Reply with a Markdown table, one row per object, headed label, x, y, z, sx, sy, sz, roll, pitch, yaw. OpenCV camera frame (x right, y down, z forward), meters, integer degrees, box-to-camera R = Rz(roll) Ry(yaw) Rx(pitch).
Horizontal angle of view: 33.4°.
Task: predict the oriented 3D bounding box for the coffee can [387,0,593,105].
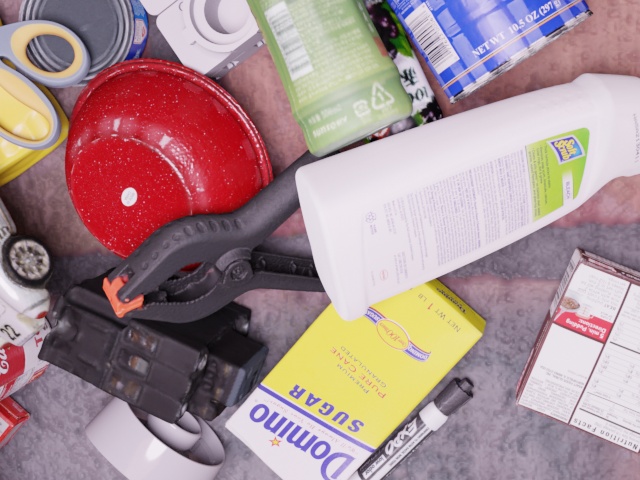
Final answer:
| label | x | y | z | sx | sy | sz | roll | pitch | yaw |
| --- | --- | --- | --- | --- | --- | --- | --- | --- | --- |
| coffee can | 0.087 | -0.171 | 0.660 | 0.103 | 0.102 | 0.140 | -32 | 91 | 15 |

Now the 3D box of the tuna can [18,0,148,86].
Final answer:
| label | x | y | z | sx | sy | sz | roll | pitch | yaw |
| --- | --- | --- | --- | --- | --- | --- | --- | --- | --- |
| tuna can | -0.166 | -0.152 | 0.753 | 0.086 | 0.033 | 0.086 | 2 | 99 | 12 |

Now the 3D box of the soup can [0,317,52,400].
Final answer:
| label | x | y | z | sx | sy | sz | roll | pitch | yaw |
| --- | --- | --- | --- | --- | --- | --- | --- | --- | --- |
| soup can | -0.244 | 0.085 | 0.773 | 0.068 | 0.102 | 0.068 | 2 | 99 | 12 |

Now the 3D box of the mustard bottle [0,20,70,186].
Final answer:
| label | x | y | z | sx | sy | sz | roll | pitch | yaw |
| --- | --- | --- | --- | --- | --- | --- | --- | --- | --- |
| mustard bottle | -0.268 | -0.133 | 0.766 | 0.096 | 0.058 | 0.191 | -32 | 91 | 19 |

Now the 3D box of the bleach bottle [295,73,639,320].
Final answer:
| label | x | y | z | sx | sy | sz | roll | pitch | yaw |
| --- | --- | --- | --- | --- | --- | --- | --- | --- | --- |
| bleach bottle | 0.115 | -0.038 | 0.671 | 0.250 | 0.068 | 0.102 | -19 | 130 | -8 |

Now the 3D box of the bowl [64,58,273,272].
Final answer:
| label | x | y | z | sx | sy | sz | roll | pitch | yaw |
| --- | --- | --- | --- | --- | --- | --- | --- | --- | --- |
| bowl | -0.115 | -0.038 | 0.723 | 0.162 | 0.055 | 0.162 | 11 | 120 | 19 |

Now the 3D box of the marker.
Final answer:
| label | x | y | z | sx | sy | sz | roll | pitch | yaw |
| --- | --- | --- | --- | --- | --- | --- | --- | --- | --- |
| marker | 0.063 | 0.140 | 0.758 | 0.020 | 0.020 | 0.121 | 44 | 105 | 2 |

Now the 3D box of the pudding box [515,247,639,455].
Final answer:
| label | x | y | z | sx | sy | sz | roll | pitch | yaw |
| --- | --- | --- | --- | --- | --- | --- | --- | --- | --- |
| pudding box | 0.191 | 0.074 | 0.711 | 0.090 | 0.039 | 0.113 | 22 | 105 | 7 |

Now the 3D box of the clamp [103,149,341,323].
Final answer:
| label | x | y | z | sx | sy | sz | roll | pitch | yaw |
| --- | --- | --- | --- | --- | --- | --- | --- | --- | --- |
| clamp | -0.055 | 0.001 | 0.689 | 0.171 | 0.039 | 0.120 | -15 | 127 | -27 |

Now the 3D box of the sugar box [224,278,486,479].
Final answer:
| label | x | y | z | sx | sy | sz | roll | pitch | yaw |
| --- | --- | --- | --- | --- | --- | --- | --- | --- | --- |
| sugar box | 0.023 | 0.094 | 0.746 | 0.093 | 0.048 | 0.176 | 41 | 103 | 4 |

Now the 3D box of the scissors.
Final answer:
| label | x | y | z | sx | sy | sz | roll | pitch | yaw |
| --- | --- | --- | --- | --- | --- | --- | --- | --- | --- |
| scissors | -0.240 | -0.150 | 0.727 | 0.096 | 0.016 | 0.202 | -43 | 91 | -3 |
